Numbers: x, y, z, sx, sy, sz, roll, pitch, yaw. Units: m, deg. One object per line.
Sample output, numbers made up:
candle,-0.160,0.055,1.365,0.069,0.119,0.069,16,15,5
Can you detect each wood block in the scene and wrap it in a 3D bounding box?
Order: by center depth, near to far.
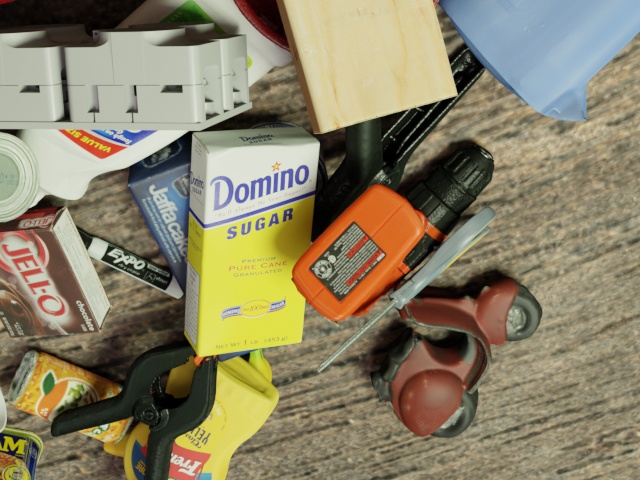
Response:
wood block,0.012,-0.179,0.678,0.090,0.091,0.206,-16,96,-1

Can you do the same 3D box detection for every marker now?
marker,-0.171,0.017,0.918,0.121,0.020,0.020,28,116,-23

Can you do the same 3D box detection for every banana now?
banana,-0.115,0.164,1.018,0.198,0.037,0.069,-36,99,14

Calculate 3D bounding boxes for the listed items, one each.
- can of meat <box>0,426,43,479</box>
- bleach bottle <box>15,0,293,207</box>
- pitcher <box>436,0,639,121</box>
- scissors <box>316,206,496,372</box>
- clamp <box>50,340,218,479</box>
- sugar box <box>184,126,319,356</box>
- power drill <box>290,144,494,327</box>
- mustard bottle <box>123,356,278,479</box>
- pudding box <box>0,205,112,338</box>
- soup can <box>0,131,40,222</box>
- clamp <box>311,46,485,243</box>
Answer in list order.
can of meat,-0.317,0.221,0.997,0.102,0.084,0.057,15,121,-17
bleach bottle,-0.141,-0.104,0.812,0.251,0.068,0.102,-38,107,19
pitcher,0.197,-0.218,0.753,0.243,0.145,0.149,-43,131,16
scissors,0.079,0.034,0.882,0.016,0.201,0.096,47,150,10
clamp,-0.140,0.155,0.922,0.172,0.039,0.120,-39,101,19
sugar box,-0.056,0.001,0.840,0.093,0.048,0.176,-7,119,-24
power drill,0.060,-0.005,0.844,0.057,0.187,0.184,44,103,11
mustard bottle,-0.125,0.189,0.974,0.096,0.058,0.192,34,107,4
pudding box,-0.236,0.028,0.892,0.090,0.039,0.113,-5,127,19
soup can,-0.263,-0.049,0.801,0.068,0.102,0.068,-5,97,-41
clamp,0.050,-0.065,0.856,0.164,0.036,0.210,-29,156,-38
